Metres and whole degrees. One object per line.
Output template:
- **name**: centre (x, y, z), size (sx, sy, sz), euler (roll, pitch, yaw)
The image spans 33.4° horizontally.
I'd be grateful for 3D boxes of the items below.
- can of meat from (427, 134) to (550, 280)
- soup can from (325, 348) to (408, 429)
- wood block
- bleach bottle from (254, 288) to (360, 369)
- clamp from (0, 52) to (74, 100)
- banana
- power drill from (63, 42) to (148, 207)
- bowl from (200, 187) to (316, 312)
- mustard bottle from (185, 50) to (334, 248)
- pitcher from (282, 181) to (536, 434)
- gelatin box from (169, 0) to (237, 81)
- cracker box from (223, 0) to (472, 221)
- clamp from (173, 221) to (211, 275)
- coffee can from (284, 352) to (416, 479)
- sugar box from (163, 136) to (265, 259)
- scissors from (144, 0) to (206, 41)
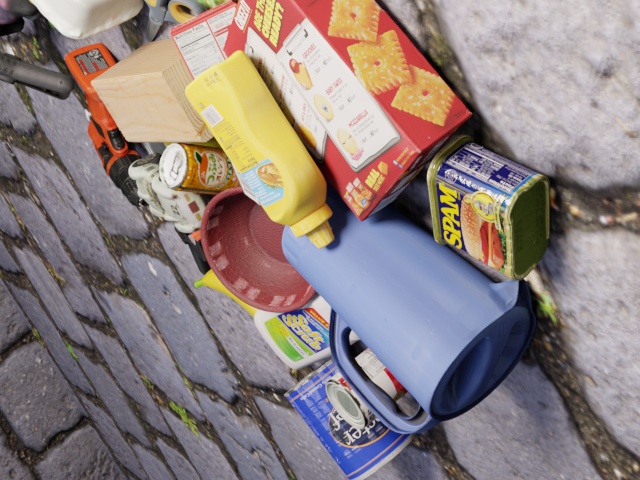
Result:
- **can of meat**: centre (0.141, -0.025, 0.880), size (0.084, 0.057, 0.102), euler (31, 148, 36)
- **soup can**: centre (0.064, 0.156, 1.202), size (0.069, 0.102, 0.068), euler (41, 153, 26)
- **wood block**: centre (-0.165, -0.169, 1.198), size (0.206, 0.090, 0.090), euler (8, 133, 57)
- **bleach bottle**: centre (0.002, 0.086, 1.274), size (0.102, 0.068, 0.251), euler (53, 154, 1)
- **clamp**: centre (-0.397, -0.222, 1.385), size (0.171, 0.039, 0.120), euler (16, 173, -24)
- **banana**: centre (-0.091, 0.093, 1.472), size (0.198, 0.037, 0.070), euler (39, 145, 17)
- **power drill**: centre (-0.282, -0.155, 1.437), size (0.185, 0.057, 0.188), euler (52, 157, 38)
- **bowl**: centre (-0.058, 0.002, 1.236), size (0.162, 0.055, 0.162), euler (16, 124, 24)
- **mustard bottle**: centre (-0.046, -0.076, 0.977), size (0.191, 0.058, 0.096), euler (57, 155, -7)
- **pitcher**: centre (0.069, 0.055, 1.017), size (0.243, 0.149, 0.145), euler (42, 154, 31)
- **gelatin box**: centre (-0.101, -0.188, 1.076), size (0.030, 0.073, 0.089), euler (-113, -3, -67)
- **cracker box**: centre (0.016, -0.141, 0.933), size (0.214, 0.072, 0.164), euler (52, 157, 7)
- **clamp**: centre (-0.184, -0.024, 1.459), size (0.164, 0.036, 0.210), euler (56, 169, -5)
- **coffee can**: centre (0.037, 0.217, 1.332), size (0.140, 0.102, 0.103), euler (52, 156, 4)
- **sugar box**: centre (-0.122, -0.062, 1.321), size (0.176, 0.048, 0.093), euler (58, 160, -16)
- **scissors**: centre (-0.165, -0.243, 1.188), size (0.096, 0.016, 0.202), euler (31, 167, 5)
